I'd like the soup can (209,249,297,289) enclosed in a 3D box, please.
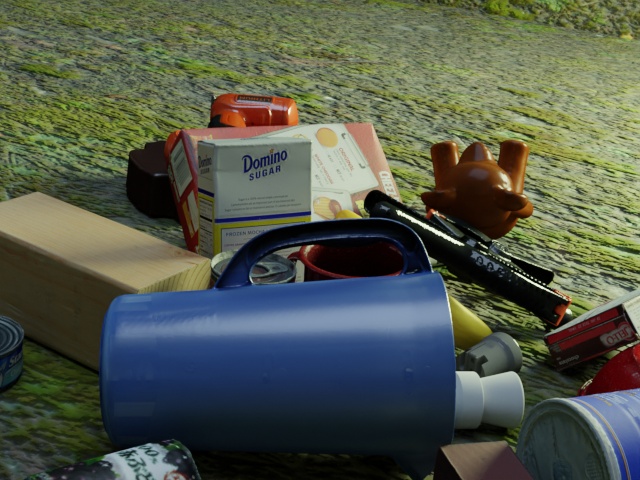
[{"bbox_3d":[-0.057,0.066,0.848,0.068,0.102,0.068,5,21,-2],"label":"soup can"}]

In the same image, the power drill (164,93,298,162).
[{"bbox_3d":[-0.072,-0.118,1.219,0.184,0.057,0.187,5,21,3],"label":"power drill"}]

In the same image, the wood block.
[{"bbox_3d":[-0.202,0.036,0.902,0.206,0.090,0.090,20,25,29],"label":"wood block"}]

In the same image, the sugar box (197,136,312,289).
[{"bbox_3d":[-0.056,0.001,0.909,0.093,0.176,0.048,-5,10,-28],"label":"sugar box"}]

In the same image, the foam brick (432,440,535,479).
[{"bbox_3d":[0.110,0.173,0.692,0.051,0.053,0.078,0,23,-16],"label":"foam brick"}]

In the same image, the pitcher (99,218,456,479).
[{"bbox_3d":[-0.029,0.079,0.759,0.242,0.145,0.149,-1,39,-2],"label":"pitcher"}]

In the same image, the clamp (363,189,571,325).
[{"bbox_3d":[0.125,0.014,0.942,0.210,0.036,0.164,30,7,4],"label":"clamp"}]

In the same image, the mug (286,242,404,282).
[{"bbox_3d":[0.016,0.046,0.868,0.117,0.081,0.093,17,26,30],"label":"mug"}]

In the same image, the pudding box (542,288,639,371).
[{"bbox_3d":[0.265,0.073,0.949,0.113,0.039,0.090,-19,-8,-45],"label":"pudding box"}]

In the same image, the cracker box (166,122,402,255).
[{"bbox_3d":[-0.028,-0.026,1.034,0.213,0.072,0.164,-5,64,-29],"label":"cracker box"}]

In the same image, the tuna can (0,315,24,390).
[{"bbox_3d":[-0.274,0.088,0.826,0.086,0.034,0.086,5,21,-2],"label":"tuna can"}]

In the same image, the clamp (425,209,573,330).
[{"bbox_3d":[0.174,0.020,1.060,0.171,0.039,0.120,36,13,-2],"label":"clamp"}]
